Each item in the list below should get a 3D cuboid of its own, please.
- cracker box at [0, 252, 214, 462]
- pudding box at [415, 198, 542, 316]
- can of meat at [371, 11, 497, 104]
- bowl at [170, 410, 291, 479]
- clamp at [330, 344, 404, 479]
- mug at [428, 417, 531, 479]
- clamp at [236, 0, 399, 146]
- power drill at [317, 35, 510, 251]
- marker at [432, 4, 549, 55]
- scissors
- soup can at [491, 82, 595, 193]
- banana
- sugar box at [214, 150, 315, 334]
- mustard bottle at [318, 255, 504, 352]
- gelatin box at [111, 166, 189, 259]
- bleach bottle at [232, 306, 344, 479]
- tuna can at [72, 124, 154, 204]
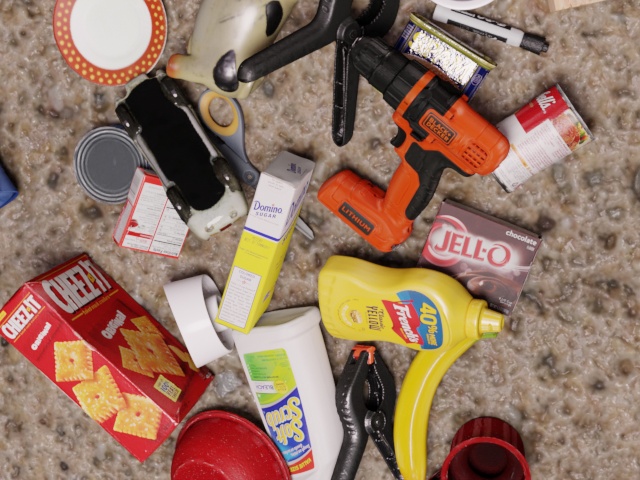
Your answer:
[{"bbox_3d":[-0.226,0.119,1.153,0.213,0.164,0.072,43,104,0],"label":"cracker box"},{"bbox_3d":[0.165,0.017,1.122,0.113,0.039,0.090,21,104,6],"label":"pudding box"},{"bbox_3d":[0.114,-0.170,1.087,0.102,0.057,0.084,33,108,3],"label":"can of meat"},{"bbox_3d":[-0.112,0.275,1.193,0.162,0.055,0.162,11,112,28],"label":"bowl"},{"bbox_3d":[0.044,0.202,1.153,0.039,0.120,0.171,-7,97,43],"label":"clamp"},{"bbox_3d":[0.168,0.245,1.145,0.117,0.081,0.093,-28,95,14],"label":"mug"},{"bbox_3d":[0.026,-0.204,1.084,0.210,0.164,0.036,-53,45,-1],"label":"clamp"},{"bbox_3d":[0.072,-0.091,1.071,0.184,0.057,0.188,41,132,5],"label":"power drill"},{"bbox_3d":[0.174,-0.215,1.085,0.121,0.020,0.020,21,104,6],"label":"marker"},{"bbox_3d":[-0.073,-0.090,1.158,0.202,0.016,0.096,30,105,4],"label":"scissors"},{"bbox_3d":[0.214,-0.102,1.075,0.102,0.068,0.068,-34,93,16],"label":"soup can"},{"bbox_3d":[0.118,0.169,1.149,0.070,0.037,0.198,27,94,25],"label":"banana"},{"bbox_3d":[-0.057,0.002,1.122,0.048,0.093,0.176,23,113,4],"label":"sugar box"},{"bbox_3d":[0.096,0.071,1.110,0.192,0.058,0.096,8,128,23],"label":"mustard bottle"},{"bbox_3d":[-0.178,-0.029,1.165,0.073,0.030,0.089,13,108,-33],"label":"gelatin box"},{"bbox_3d":[-0.014,0.202,1.173,0.103,0.067,0.251,-10,102,40],"label":"bleach bottle"},{"bbox_3d":[-0.227,-0.085,1.179,0.086,0.033,0.086,2,101,10],"label":"tuna can"}]
